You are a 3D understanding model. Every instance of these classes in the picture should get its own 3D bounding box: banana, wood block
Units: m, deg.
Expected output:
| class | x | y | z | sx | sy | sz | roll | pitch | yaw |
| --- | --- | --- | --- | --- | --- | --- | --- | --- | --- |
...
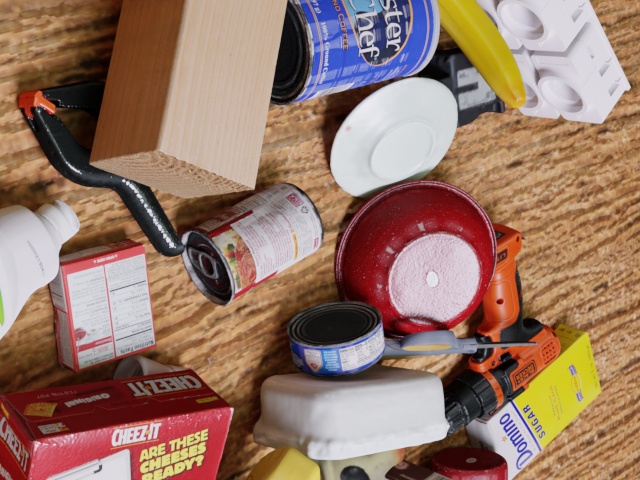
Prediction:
| class | x | y | z | sx | sy | sz | roll | pitch | yaw |
| --- | --- | --- | --- | --- | --- | --- | --- | --- | --- |
| banana | 0.120 | -0.202 | 0.968 | 0.198 | 0.037 | 0.069 | 46 | 40 | -7 |
| wood block | -0.091 | -0.144 | 0.781 | 0.090 | 0.090 | 0.206 | 19 | 74 | -41 |

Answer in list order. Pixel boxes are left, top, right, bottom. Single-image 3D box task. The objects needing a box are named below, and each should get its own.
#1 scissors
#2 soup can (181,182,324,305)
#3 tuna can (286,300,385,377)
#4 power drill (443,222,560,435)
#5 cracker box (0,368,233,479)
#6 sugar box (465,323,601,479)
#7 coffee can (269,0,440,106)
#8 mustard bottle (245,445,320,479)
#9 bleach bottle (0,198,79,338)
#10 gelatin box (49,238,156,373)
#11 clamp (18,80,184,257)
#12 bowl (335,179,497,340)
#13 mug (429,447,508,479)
| class | x | y | z | sx | sy | sz | roll | pitch | yaw |
| --- | --- | --- | --- | --- | --- | --- | --- | --- | --- |
| scissors | 0.140 | 0.096 | 1.009 | 0.201 | 0.096 | 0.016 | -3 | 76 | -19 |
| soup can | -0.056 | 0.001 | 0.887 | 0.102 | 0.069 | 0.068 | -30 | 118 | -32 |
| tuna can | 0.015 | 0.088 | 0.954 | 0.086 | 0.086 | 0.034 | -25 | 117 | -34 |
| power drill | 0.163 | 0.090 | 1.101 | 0.184 | 0.057 | 0.187 | -32 | 121 | -28 |
| cracker box | -0.171 | 0.211 | 0.809 | 0.163 | 0.072 | 0.214 | -3 | 116 | -40 |
| sugar box | 0.239 | 0.181 | 1.191 | 0.176 | 0.048 | 0.093 | -38 | 122 | -29 |
| coffee can | 0.014 | -0.174 | 0.881 | 0.140 | 0.103 | 0.103 | -19 | 112 | -35 |
| mustard bottle | -0.067 | 0.251 | 0.834 | 0.096 | 0.058 | 0.191 | -56 | 177 | 38 |
| bleach bottle | -0.263 | 0.062 | 0.728 | 0.250 | 0.068 | 0.102 | -44 | 146 | -30 |
| gelatin box | -0.169 | 0.050 | 0.828 | 0.073 | 0.030 | 0.089 | -17 | 110 | -38 |
| clamp | -0.151 | -0.059 | 0.809 | 0.171 | 0.039 | 0.120 | 17 | 75 | -37 |
| bowl | 0.098 | 0.028 | 0.988 | 0.162 | 0.055 | 0.162 | -4 | 108 | -12 |
| mug | 0.142 | 0.266 | 1.112 | 0.117 | 0.093 | 0.081 | -1 | 98 | -3 |
